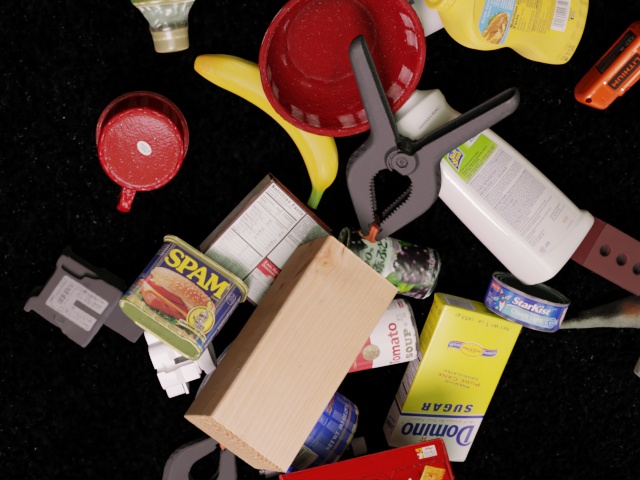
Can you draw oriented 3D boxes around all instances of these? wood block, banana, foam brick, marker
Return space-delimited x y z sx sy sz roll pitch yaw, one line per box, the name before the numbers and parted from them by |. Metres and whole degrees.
wood block | -0.028 0.107 1.019 0.090 0.090 0.206 38 69 -13
banana | -0.040 -0.122 1.069 0.069 0.037 0.197 -39 106 2
foam brick | 0.314 0.014 1.146 0.078 0.051 0.053 27 99 -13
marker | -0.009 0.240 1.176 0.121 0.020 0.020 -13 106 -5

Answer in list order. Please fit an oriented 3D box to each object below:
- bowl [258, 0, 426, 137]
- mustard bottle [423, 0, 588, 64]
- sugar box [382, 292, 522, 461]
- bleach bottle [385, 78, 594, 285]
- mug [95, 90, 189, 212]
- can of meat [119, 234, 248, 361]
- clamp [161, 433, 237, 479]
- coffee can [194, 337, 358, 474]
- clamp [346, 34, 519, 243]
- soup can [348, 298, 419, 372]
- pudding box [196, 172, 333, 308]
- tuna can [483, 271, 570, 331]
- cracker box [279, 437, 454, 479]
bowl | 0.017 -0.183 1.023 0.162 0.055 0.162 -6 124 -9
mustard bottle | 0.170 -0.230 1.026 0.191 0.058 0.096 4 103 -32
sugar box | 0.140 0.150 1.152 0.093 0.048 0.176 15 106 -12
bleach bottle | 0.162 -0.073 1.093 0.250 0.068 0.102 45 65 -10
mug | -0.177 -0.083 1.036 0.093 0.081 0.117 19 101 -12
can of meat | -0.137 0.058 1.064 0.102 0.057 0.083 34 65 3
clamp | -0.138 0.283 1.159 0.120 0.039 0.171 41 96 -17
coffee can | -0.046 0.174 1.110 0.140 0.103 0.103 38 96 -15
clamp | 0.091 -0.085 1.030 0.164 0.036 0.210 14 124 3
soup can | 0.046 0.102 1.123 0.102 0.068 0.068 -10 105 -6
pudding box | -0.057 0.001 1.098 0.090 0.039 0.113 43 93 -15
tuna can | 0.217 0.064 1.128 0.086 0.086 0.034 16 103 -12
cracker box | 0.048 0.280 1.101 0.164 0.214 0.072 -13 65 -5
